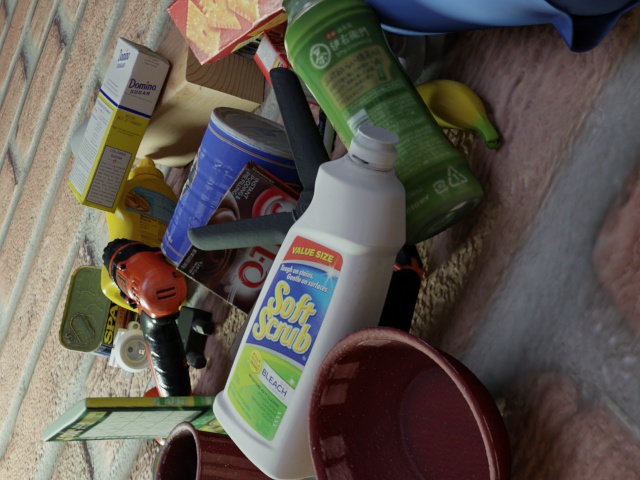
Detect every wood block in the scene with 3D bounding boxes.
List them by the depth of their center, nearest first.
[{"bbox_3d":[-0.150,-0.164,1.198,0.206,0.090,0.090,-29,52,54],"label":"wood block"}]

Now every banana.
[{"bbox_3d":[0.064,-0.078,0.820,0.198,0.037,0.069,-24,55,56],"label":"banana"}]

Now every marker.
[{"bbox_3d":[0.005,-0.092,0.908,0.121,0.020,0.020,100,164,-49],"label":"marker"}]

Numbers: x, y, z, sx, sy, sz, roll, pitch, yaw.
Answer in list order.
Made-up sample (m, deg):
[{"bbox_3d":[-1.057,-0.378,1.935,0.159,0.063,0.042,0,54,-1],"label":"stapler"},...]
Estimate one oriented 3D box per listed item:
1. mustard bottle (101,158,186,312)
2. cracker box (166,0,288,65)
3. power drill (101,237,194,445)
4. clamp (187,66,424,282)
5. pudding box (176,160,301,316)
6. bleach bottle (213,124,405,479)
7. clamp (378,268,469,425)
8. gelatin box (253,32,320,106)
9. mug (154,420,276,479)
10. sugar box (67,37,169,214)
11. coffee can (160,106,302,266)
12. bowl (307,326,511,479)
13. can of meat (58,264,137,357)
[{"bbox_3d":[-0.197,-0.014,1.204,0.058,0.096,0.191,-34,47,36],"label":"mustard bottle"},{"bbox_3d":[-0.018,-0.242,0.929,0.164,0.072,0.214,-38,12,-29],"label":"cracker box"},{"bbox_3d":[-0.166,0.094,1.053,0.185,0.057,0.187,-154,50,-65],"label":"power drill"},{"bbox_3d":[-0.010,-0.017,0.831,0.210,0.036,0.165,42,107,30],"label":"clamp"},{"bbox_3d":[-0.056,0.001,0.923,0.114,0.090,0.039,-54,5,17],"label":"pudding box"},{"bbox_3d":[-0.001,0.038,0.734,0.103,0.067,0.251,42,124,43],"label":"bleach bottle"},{"bbox_3d":[0.042,0.104,0.765,0.172,0.039,0.120,-46,44,40],"label":"clamp"},{"bbox_3d":[-0.005,-0.143,0.923,0.030,0.089,0.073,-64,30,24],"label":"gelatin box"},{"bbox_3d":[-0.089,0.218,0.908,0.093,0.081,0.117,-11,67,60],"label":"mug"},{"bbox_3d":[-0.221,-0.126,1.163,0.176,0.048,0.093,-65,29,9],"label":"sugar box"},{"bbox_3d":[-0.076,-0.039,0.989,0.140,0.102,0.103,-66,29,17],"label":"coffee can"},{"bbox_3d":[0.064,0.129,0.666,0.162,0.055,0.162,12,107,47],"label":"bowl"},{"bbox_3d":[-0.261,0.088,1.275,0.084,0.057,0.102,42,-123,-70],"label":"can of meat"}]
